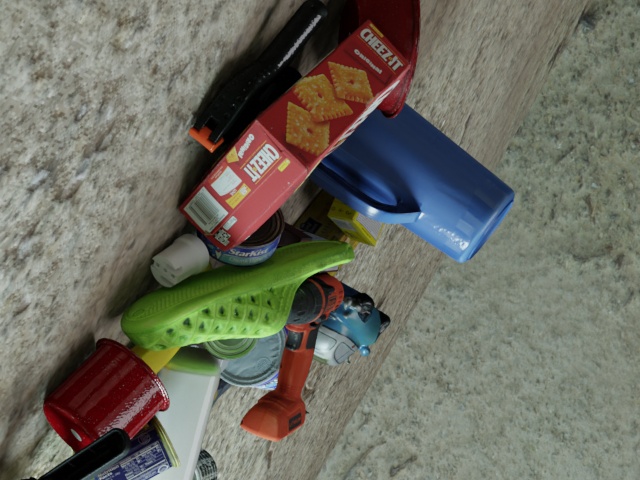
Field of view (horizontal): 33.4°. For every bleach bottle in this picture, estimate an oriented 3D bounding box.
[{"bbox_3d":[-0.166,0.248,1.175,0.102,0.068,0.251,-133,-126,-76],"label":"bleach bottle"}]

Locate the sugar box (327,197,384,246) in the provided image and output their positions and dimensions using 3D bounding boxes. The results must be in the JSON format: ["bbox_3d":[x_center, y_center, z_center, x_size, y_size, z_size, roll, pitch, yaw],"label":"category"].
[{"bbox_3d":[0.073,-0.091,1.405,0.176,0.048,0.093,-69,153,-13],"label":"sugar box"}]

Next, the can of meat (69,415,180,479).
[{"bbox_3d":[-0.197,0.204,1.048,0.083,0.102,0.057,-27,116,-17],"label":"can of meat"}]

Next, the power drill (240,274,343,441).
[{"bbox_3d":[-0.035,0.131,1.227,0.184,0.057,0.188,-9,118,-71],"label":"power drill"}]

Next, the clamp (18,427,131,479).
[{"bbox_3d":[-0.251,0.227,0.946,0.164,0.036,0.210,-13,152,-19],"label":"clamp"}]

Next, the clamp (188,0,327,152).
[{"bbox_3d":[-0.058,-0.139,0.991,0.171,0.039,0.120,-47,166,-20],"label":"clamp"}]

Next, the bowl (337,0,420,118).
[{"bbox_3d":[0.055,-0.211,1.125,0.162,0.055,0.162,-178,-90,-77],"label":"bowl"}]

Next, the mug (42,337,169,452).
[{"bbox_3d":[-0.206,0.155,0.996,0.081,0.093,0.117,-46,-174,-31],"label":"mug"}]

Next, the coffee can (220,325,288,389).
[{"bbox_3d":[-0.081,0.140,1.384,0.103,0.103,0.140,-59,167,-3],"label":"coffee can"}]

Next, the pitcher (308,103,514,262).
[{"bbox_3d":[0.102,-0.078,1.278,0.149,0.243,0.145,-53,169,1],"label":"pitcher"}]

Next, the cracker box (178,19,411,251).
[{"bbox_3d":[-0.022,-0.100,1.031,0.164,0.072,0.213,-42,-176,47],"label":"cracker box"}]

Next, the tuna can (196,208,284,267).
[{"bbox_3d":[-0.081,-0.014,1.074,0.086,0.086,0.034,-47,164,-43],"label":"tuna can"}]

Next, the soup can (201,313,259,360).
[{"bbox_3d":[-0.105,0.093,1.185,0.068,0.068,0.102,-59,-169,-2],"label":"soup can"}]
